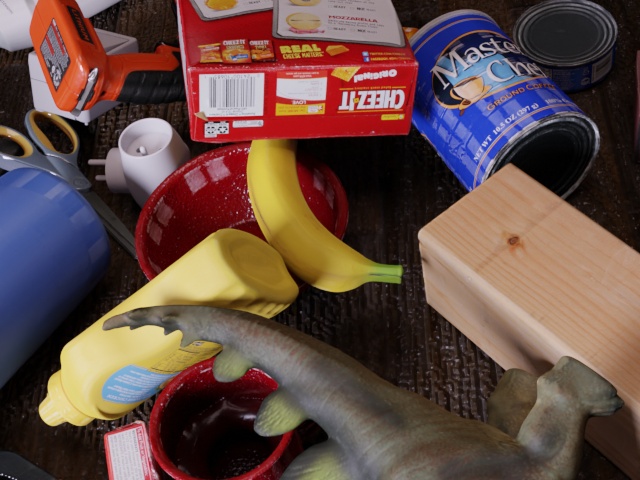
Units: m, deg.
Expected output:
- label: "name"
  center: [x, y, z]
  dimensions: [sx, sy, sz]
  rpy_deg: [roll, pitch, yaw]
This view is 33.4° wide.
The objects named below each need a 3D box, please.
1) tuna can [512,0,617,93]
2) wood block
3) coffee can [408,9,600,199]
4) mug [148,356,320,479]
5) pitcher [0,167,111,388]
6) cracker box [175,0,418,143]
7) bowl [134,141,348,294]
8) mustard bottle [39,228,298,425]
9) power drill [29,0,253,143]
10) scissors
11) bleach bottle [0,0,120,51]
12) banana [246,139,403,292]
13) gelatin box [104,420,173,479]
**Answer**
- label: "tuna can"
  center: [0.206, -0.165, 0.904]
  dimensions: [0.086, 0.034, 0.086]
  rpy_deg: [-6, 50, 7]
- label: "wood block"
  center: [0.169, 0.052, 0.699]
  dimensions: [0.090, 0.090, 0.206]
  rpy_deg: [-36, 54, -17]
- label: "coffee can"
  center: [0.131, -0.097, 0.819]
  dimensions: [0.102, 0.103, 0.140]
  rpy_deg: [-25, 51, -10]
- label: "mug"
  center: [-0.044, 0.127, 0.685]
  dimensions: [0.117, 0.081, 0.093]
  rpy_deg: [-32, 52, -14]
- label: "pitcher"
  center: [-0.266, 0.056, 0.748]
  dimensions: [0.149, 0.145, 0.242]
  rpy_deg: [24, 46, 18]
- label: "cracker box"
  center: [-0.028, -0.163, 0.828]
  dimensions: [0.164, 0.072, 0.214]
  rpy_deg: [-4, 41, -9]
- label: "bowl"
  center: [-0.055, 0.001, 0.807]
  dimensions: [0.162, 0.055, 0.162]
  rpy_deg: [-6, 51, 7]
- label: "mustard bottle"
  center: [-0.111, 0.067, 0.701]
  dimensions: [0.192, 0.096, 0.058]
  rpy_deg: [-35, 71, 17]
- label: "power drill"
  center: [-0.142, -0.162, 0.896]
  dimensions: [0.187, 0.057, 0.184]
  rpy_deg: [0, 49, -36]
- label: "scissors"
  center: [-0.221, -0.047, 0.886]
  dimensions: [0.096, 0.016, 0.202]
  rpy_deg: [-6, 44, -30]
- label: "bleach bottle"
  center: [-0.243, -0.263, 1.057]
  dimensions: [0.250, 0.068, 0.103]
  rpy_deg: [-35, 53, -14]
- label: "banana"
  center: [-0.015, -0.026, 0.764]
  dimensions: [0.069, 0.037, 0.198]
  rpy_deg: [-12, 49, -23]
- label: "gelatin box"
  center: [-0.107, 0.170, 0.669]
  dimensions: [0.030, 0.073, 0.089]
  rpy_deg: [-16, 49, -3]
